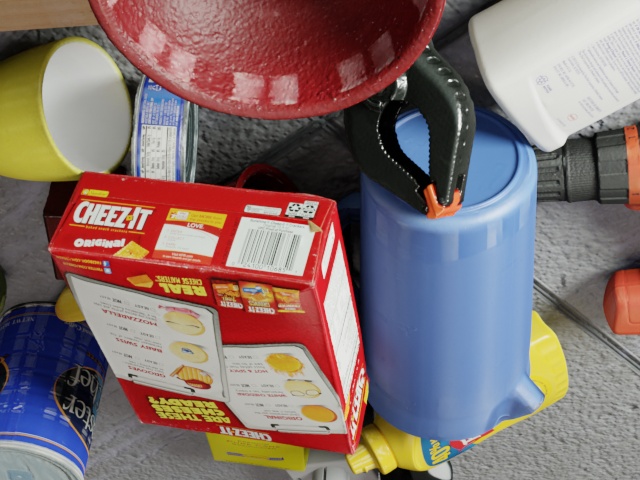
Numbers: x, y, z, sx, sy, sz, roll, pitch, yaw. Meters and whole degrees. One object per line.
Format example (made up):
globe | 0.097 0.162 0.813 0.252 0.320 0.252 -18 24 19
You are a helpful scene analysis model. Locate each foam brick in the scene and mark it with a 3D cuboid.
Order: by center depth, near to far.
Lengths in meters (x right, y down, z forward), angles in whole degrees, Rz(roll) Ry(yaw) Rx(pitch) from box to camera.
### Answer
foam brick | -0.170 -0.012 0.785 0.051 0.053 0.078 5 140 -1

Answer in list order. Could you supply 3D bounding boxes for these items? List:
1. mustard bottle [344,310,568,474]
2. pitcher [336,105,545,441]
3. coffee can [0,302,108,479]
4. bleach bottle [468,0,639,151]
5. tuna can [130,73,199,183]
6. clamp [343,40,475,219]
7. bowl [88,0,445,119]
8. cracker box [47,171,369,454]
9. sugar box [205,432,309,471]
mustard bottle | 0.106 0.136 0.867 0.191 0.058 0.096 -27 137 -8
pitcher | 0.078 0.021 0.742 0.149 0.145 0.243 -8 140 -1
coffee can | -0.239 0.139 0.903 0.103 0.140 0.103 3 140 2
bleach bottle | 0.214 -0.140 0.586 0.251 0.068 0.102 -25 148 24
tuna can | -0.099 -0.065 0.689 0.033 0.086 0.086 4 140 -2
clamp | 0.046 -0.098 0.604 0.120 0.171 0.039 -38 169 36
bowl | -0.024 -0.132 0.482 0.162 0.055 0.162 3 139 2
cracker box | -0.061 0.052 0.695 0.164 0.072 0.213 6 145 14
sugar box | -0.057 0.159 0.957 0.093 0.048 0.176 6 154 4
